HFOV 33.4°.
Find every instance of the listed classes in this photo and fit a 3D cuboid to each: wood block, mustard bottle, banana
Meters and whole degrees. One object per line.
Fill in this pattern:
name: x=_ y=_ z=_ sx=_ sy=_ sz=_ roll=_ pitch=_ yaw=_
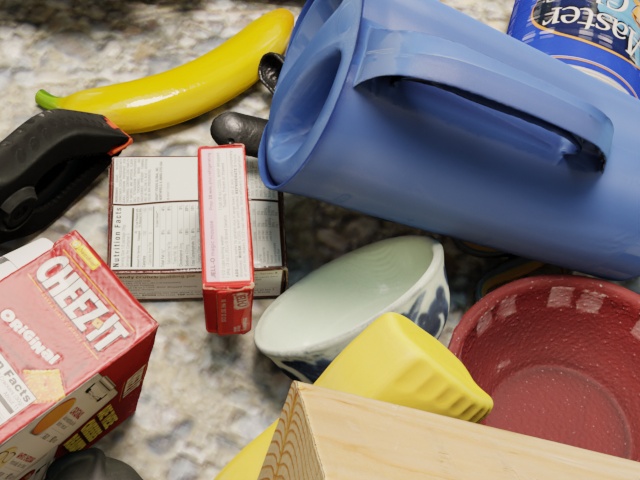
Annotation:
wood block: x=0.076 y=0.143 z=0.486 sx=0.206 sy=0.091 sz=0.090 roll=15 pitch=17 yaw=-15
mustard bottle: x=-0.004 y=0.125 z=0.553 sx=0.192 sy=0.096 sz=0.058 roll=-45 pitch=51 yaw=7
banana: x=-0.096 y=-0.115 z=0.747 sx=0.197 sy=0.037 sz=0.070 roll=-21 pitch=62 yaw=-17

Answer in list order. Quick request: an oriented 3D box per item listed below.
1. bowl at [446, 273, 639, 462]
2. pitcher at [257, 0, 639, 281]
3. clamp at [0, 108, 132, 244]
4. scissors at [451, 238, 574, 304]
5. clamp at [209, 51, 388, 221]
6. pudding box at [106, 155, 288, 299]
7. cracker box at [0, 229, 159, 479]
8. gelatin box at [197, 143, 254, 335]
bowl: x=0.145 y=0.101 z=0.619 sx=0.162 sy=0.055 sz=0.162 roll=2 pitch=57 yaw=-4
pitcher: x=0.098 y=-0.058 z=0.611 sx=0.242 sy=0.145 sz=0.149 roll=17 pitch=36 yaw=-19
clamp: x=-0.191 y=-0.030 z=0.627 sx=0.036 sy=0.165 sz=0.209 roll=41 pitch=53 yaw=11
scissors: x=0.172 y=-0.015 z=0.719 sx=0.201 sy=0.016 sz=0.096 roll=-31 pitch=65 yaw=-22
clamp: x=0.010 y=-0.056 z=0.694 sx=0.171 sy=0.039 sz=0.120 roll=33 pitch=40 yaw=5
pudding box: x=-0.078 y=-0.009 z=0.680 sx=0.113 sy=0.039 sz=0.090 roll=-2 pitch=59 yaw=-4
cracker box: x=-0.188 y=0.103 z=0.519 sx=0.213 sy=0.164 sz=0.072 roll=-38 pitch=81 yaw=-25
gelatin box: x=-0.054 y=0.001 z=0.610 sx=0.030 sy=0.073 sz=0.089 roll=-3 pitch=66 yaw=-6
